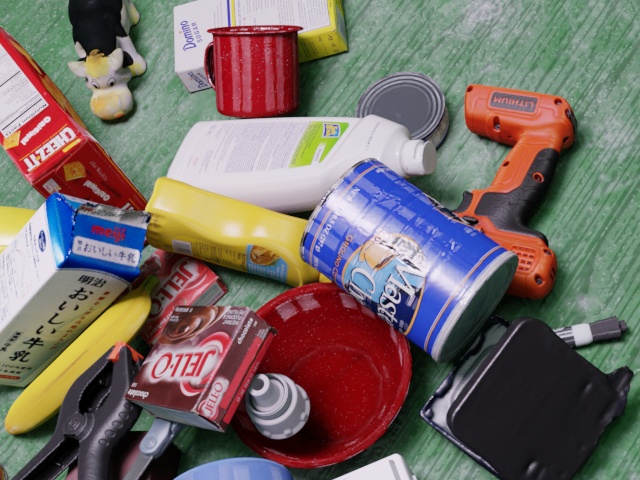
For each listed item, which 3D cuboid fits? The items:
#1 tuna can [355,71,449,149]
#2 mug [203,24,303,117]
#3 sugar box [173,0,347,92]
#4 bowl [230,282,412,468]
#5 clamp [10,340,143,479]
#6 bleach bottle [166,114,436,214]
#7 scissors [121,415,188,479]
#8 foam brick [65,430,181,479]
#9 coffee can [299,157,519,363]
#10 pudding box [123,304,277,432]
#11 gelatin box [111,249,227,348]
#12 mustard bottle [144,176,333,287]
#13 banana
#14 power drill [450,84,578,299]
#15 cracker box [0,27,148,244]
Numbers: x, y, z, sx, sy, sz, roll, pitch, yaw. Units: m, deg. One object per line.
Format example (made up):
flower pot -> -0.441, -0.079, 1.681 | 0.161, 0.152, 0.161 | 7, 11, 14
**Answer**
tuna can -> 0.078, -0.116, 1.008 | 0.086, 0.033, 0.086 | -8, 59, 14
mug -> -0.071, -0.166, 1.038 | 0.117, 0.093, 0.081 | 11, 109, 38
sugar box -> -0.064, -0.221, 1.111 | 0.176, 0.048, 0.093 | -14, 59, 15
bowl -> 0.002, 0.118, 0.885 | 0.162, 0.055, 0.162 | -8, 59, 14
clamp -> -0.200, 0.163, 0.873 | 0.120, 0.039, 0.171 | -3, 50, 26
bleach bottle -> -0.017, -0.064, 0.962 | 0.251, 0.068, 0.102 | 1, 56, 32
scissors -> -0.141, 0.151, 0.876 | 0.201, 0.016, 0.096 | -43, 48, -7
foam brick -> -0.166, 0.193, 0.901 | 0.078, 0.053, 0.051 | -2, 61, 16
coffee can -> 0.069, 0.015, 0.840 | 0.140, 0.103, 0.102 | 36, 77, 20
pudding box -> -0.094, 0.097, 0.829 | 0.114, 0.039, 0.090 | -5, 50, 54
gelatin box -> -0.142, 0.049, 0.989 | 0.089, 0.030, 0.073 | -44, 57, -9
mustard bottle -> -0.056, 0.001, 0.942 | 0.191, 0.096, 0.058 | 17, 69, 4
banana -> -0.212, 0.111, 0.942 | 0.198, 0.069, 0.037 | -44, 90, 4
power drill -> 0.135, -0.045, 0.937 | 0.185, 0.057, 0.187 | 13, 68, 25
cracker box -> -0.257, -0.095, 1.032 | 0.072, 0.164, 0.214 | -40, 57, -5
